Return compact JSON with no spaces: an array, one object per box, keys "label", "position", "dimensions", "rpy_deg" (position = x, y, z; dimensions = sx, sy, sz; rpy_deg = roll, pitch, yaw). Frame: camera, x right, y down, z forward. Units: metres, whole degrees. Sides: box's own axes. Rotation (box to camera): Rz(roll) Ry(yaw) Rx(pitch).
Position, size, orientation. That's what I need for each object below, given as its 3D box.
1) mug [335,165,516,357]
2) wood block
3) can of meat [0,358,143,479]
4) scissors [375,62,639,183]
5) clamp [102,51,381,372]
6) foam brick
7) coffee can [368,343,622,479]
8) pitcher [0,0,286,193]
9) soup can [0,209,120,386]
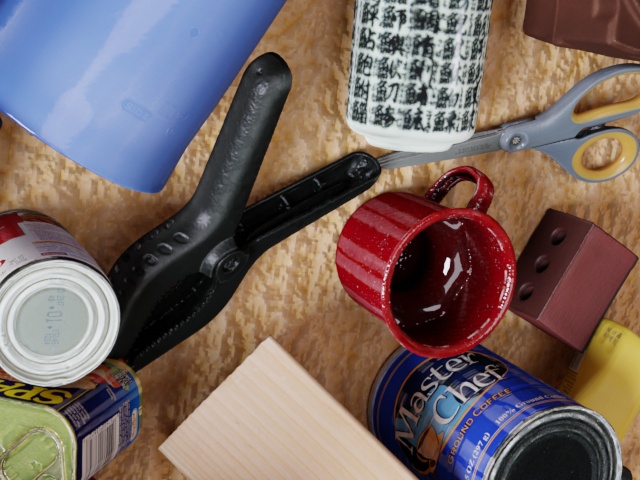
[{"label":"mug","position":[0.066,0.006,0.665],"dimensions":[0.093,0.082,0.117],"rpy_deg":[27,92,-29]},{"label":"wood block","position":[0.012,0.160,0.624],"dimensions":[0.206,0.090,0.090],"rpy_deg":[44,82,4]},{"label":"can of meat","position":[-0.154,0.094,0.561],"dimensions":[0.102,0.083,0.057],"rpy_deg":[8,103,15]},{"label":"scissors","position":[0.138,-0.057,0.717],"dimensions":[0.201,0.016,0.096],"rpy_deg":[-24,129,-5]},{"label":"clamp","position":[-0.054,0.001,0.613],"dimensions":[0.210,0.036,0.164],"rpy_deg":[-50,153,10]},{"label":"foam brick","position":[0.169,0.027,0.736],"dimensions":[0.051,0.053,0.078],"rpy_deg":[31,89,-29]},{"label":"coffee can","position":[0.107,0.127,0.684],"dimensions":[0.102,0.140,0.103],"rpy_deg":[-7,107,-24]},{"label":"pitcher","position":[-0.068,-0.155,0.496],"dimensions":[0.145,0.149,0.243],"rpy_deg":[36,100,-9]},{"label":"soup can","position":[-0.149,0.028,0.558],"dimensions":[0.068,0.102,0.068],"rpy_deg":[-7,107,-23]}]
